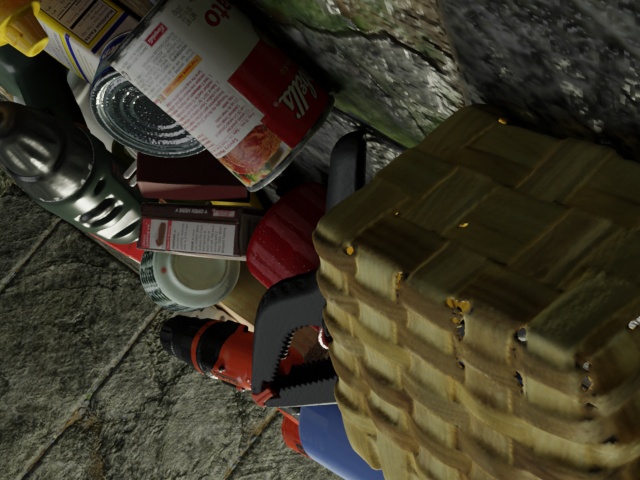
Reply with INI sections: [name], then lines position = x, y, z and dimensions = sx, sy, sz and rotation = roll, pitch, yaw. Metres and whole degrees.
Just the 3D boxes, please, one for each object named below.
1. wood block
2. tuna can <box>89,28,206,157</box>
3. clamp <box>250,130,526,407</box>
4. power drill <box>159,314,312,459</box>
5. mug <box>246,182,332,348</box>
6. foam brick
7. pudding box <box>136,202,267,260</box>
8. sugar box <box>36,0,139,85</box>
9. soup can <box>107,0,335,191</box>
[wood block]
position = -0.048, 0.050, 1.061
dimensions = 0.206, 0.090, 0.090
rotation = 32, 168, 34
[tuna can]
position = -0.100, -0.091, 0.668
dimensions = 0.086, 0.033, 0.086
rotation = 6, 145, 4
[clamp]
position = 0.016, 0.036, 0.645
dimensions = 0.164, 0.036, 0.210
rotation = 47, 127, -12
[power drill]
position = -0.049, 0.140, 1.004
dimensions = 0.185, 0.057, 0.187
rotation = 14, 156, 48
[mug]
position = 0.009, 0.013, 0.744
dimensions = 0.082, 0.093, 0.117
rotation = 39, -161, 24
[foam brick]
position = -0.086, -0.057, 0.739
dimensions = 0.078, 0.053, 0.051
rotation = 4, 170, -3
[pudding box]
position = -0.069, -0.004, 0.802
dimensions = 0.090, 0.039, 0.113
rotation = 3, 176, 27
[sugar box]
position = -0.177, -0.154, 0.751
dimensions = 0.176, 0.048, 0.093
rotation = 34, 169, 4
[soup can]
position = -0.052, -0.084, 0.560
dimensions = 0.102, 0.068, 0.069
rotation = 42, 169, -14
